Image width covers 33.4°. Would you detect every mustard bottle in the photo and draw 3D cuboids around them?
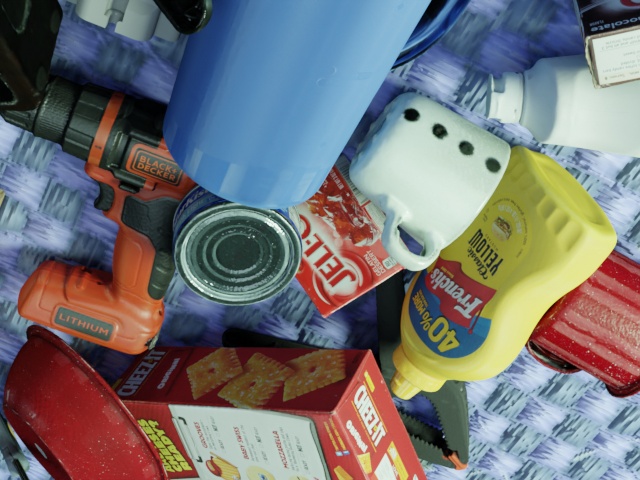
[{"bbox_3d":[0.106,0.036,0.716,0.058,0.096,0.192,12,124,-39],"label":"mustard bottle"}]

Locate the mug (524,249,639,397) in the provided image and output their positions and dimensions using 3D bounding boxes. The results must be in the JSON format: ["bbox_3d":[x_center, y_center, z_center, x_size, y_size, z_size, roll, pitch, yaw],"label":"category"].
[{"bbox_3d":[0.186,0.054,0.738,0.081,0.093,0.117,29,140,-7],"label":"mug"}]

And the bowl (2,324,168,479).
[{"bbox_3d":[-0.188,0.142,0.803,0.162,0.055,0.162,38,152,24],"label":"bowl"}]

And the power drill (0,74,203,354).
[{"bbox_3d":[-0.153,-0.017,0.743,0.184,0.057,0.188,21,124,-8],"label":"power drill"}]

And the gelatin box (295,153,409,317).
[{"bbox_3d":[0.008,-0.002,0.733,0.073,0.030,0.089,-34,90,26],"label":"gelatin box"}]

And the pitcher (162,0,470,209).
[{"bbox_3d":[0.004,-0.137,0.612,0.149,0.144,0.243,29,127,2],"label":"pitcher"}]

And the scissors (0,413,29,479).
[{"bbox_3d":[-0.242,0.152,0.816,0.016,0.202,0.096,-30,98,-18],"label":"scissors"}]

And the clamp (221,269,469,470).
[{"bbox_3d":[0.037,0.103,0.815,0.165,0.036,0.210,-27,113,24],"label":"clamp"}]

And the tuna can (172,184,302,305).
[{"bbox_3d":[-0.055,0.001,0.701,0.086,0.034,0.086,-2,126,-4],"label":"tuna can"}]

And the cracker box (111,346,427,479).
[{"bbox_3d":[-0.036,0.159,0.804,0.214,0.072,0.164,-3,126,35],"label":"cracker box"}]
